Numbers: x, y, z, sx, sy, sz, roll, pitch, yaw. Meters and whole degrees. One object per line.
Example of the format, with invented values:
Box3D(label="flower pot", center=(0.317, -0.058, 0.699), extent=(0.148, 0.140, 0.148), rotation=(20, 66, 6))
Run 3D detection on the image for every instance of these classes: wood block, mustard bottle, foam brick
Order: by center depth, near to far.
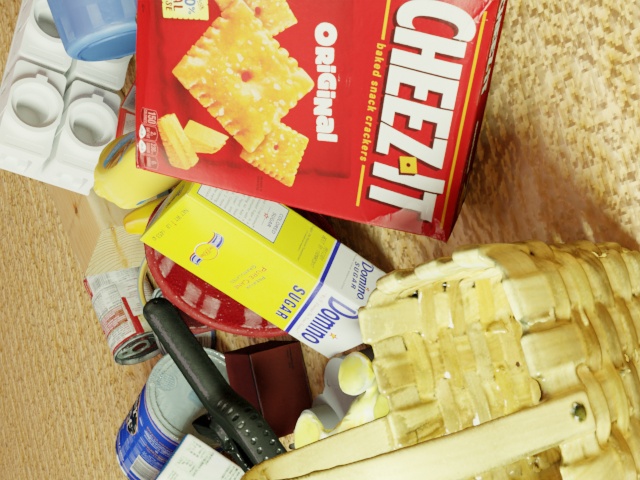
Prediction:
Box3D(label="mustard bottle", center=(-0.124, -0.070, 0.845), extent=(0.192, 0.096, 0.058), rotation=(-21, 115, 45))
Box3D(label="foam brick", center=(-0.044, 0.130, 0.932), extent=(0.051, 0.052, 0.078), rotation=(-10, 92, 59))
Box3D(label="wood block", center=(-0.236, -0.077, 1.127), extent=(0.206, 0.090, 0.091), rotation=(62, 145, 23))

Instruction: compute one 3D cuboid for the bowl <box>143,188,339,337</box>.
Box3D(label="bowl", center=(-0.056, 0.001, 0.850), extent=(0.055, 0.162, 0.162), rotation=(-75, 1, -50))

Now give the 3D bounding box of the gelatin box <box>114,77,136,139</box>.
Box3D(label="gelatin box", center=(-0.169, -0.119, 1.019), extent=(0.089, 0.030, 0.073), rotation=(-75, 4, -48))

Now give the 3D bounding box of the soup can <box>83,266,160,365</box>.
Box3D(label="soup can", center=(-0.211, 0.075, 1.163), extent=(0.102, 0.068, 0.069), rotation=(62, 146, 24))

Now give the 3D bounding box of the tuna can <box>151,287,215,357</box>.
Box3D(label="tuna can", center=(-0.140, 0.086, 1.087), extent=(0.086, 0.033, 0.086), rotation=(28, 124, 51))

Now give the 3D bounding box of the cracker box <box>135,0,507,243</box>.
Box3D(label="cracker box", center=(-0.006, -0.103, 0.654), extent=(0.214, 0.072, 0.164), rotation=(14, 121, 11))

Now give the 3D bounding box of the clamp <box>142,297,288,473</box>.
Box3D(label="clamp", center=(-0.069, 0.155, 0.872), extent=(0.210, 0.036, 0.164), rotation=(42, 157, 38))

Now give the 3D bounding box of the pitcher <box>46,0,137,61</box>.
Box3D(label="pitcher", center=(-0.215, -0.295, 0.972), extent=(0.145, 0.148, 0.243), rotation=(-16, 90, 47))

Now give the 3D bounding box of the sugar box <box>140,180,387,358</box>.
Box3D(label="sugar box", center=(-0.035, 0.017, 0.779), extent=(0.176, 0.048, 0.093), rotation=(35, 147, -13))

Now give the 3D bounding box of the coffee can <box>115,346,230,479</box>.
Box3D(label="coffee can", center=(-0.137, 0.180, 1.051), extent=(0.103, 0.102, 0.140), rotation=(63, 146, 21))
